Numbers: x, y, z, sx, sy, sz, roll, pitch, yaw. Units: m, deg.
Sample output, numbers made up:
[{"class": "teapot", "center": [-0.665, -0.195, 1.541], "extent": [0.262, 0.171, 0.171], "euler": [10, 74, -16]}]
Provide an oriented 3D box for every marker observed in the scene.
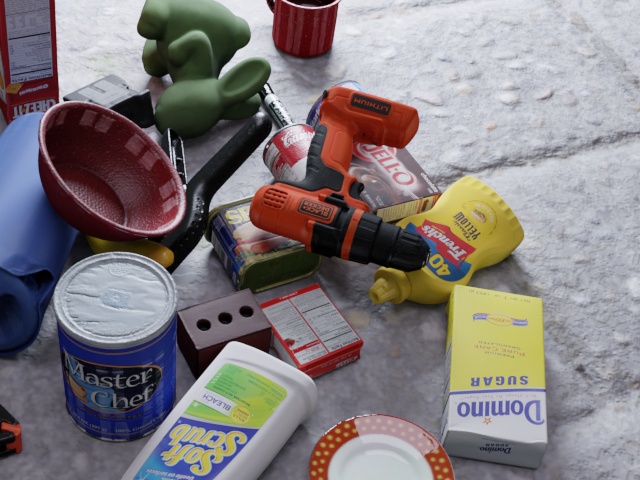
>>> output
[{"class": "marker", "center": [-0.047, -0.150, 1.275], "extent": [0.020, 0.020, 0.121], "euler": [-15, 50, -22]}]

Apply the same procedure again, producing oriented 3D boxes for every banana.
[{"class": "banana", "center": [-0.202, -0.008, 1.074], "extent": [0.070, 0.037, 0.198], "euler": [-48, 37, 6]}]

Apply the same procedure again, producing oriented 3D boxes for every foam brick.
[{"class": "foam brick", "center": [-0.092, 0.090, 1.013], "extent": [0.078, 0.051, 0.053], "euler": [-17, 51, -23]}]

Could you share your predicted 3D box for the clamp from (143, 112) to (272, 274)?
[{"class": "clamp", "center": [-0.133, -0.044, 1.093], "extent": [0.165, 0.036, 0.210], "euler": [-11, 51, 41]}]

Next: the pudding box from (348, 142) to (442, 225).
[{"class": "pudding box", "center": [0.069, -0.066, 1.195], "extent": [0.089, 0.039, 0.113], "euler": [-15, 50, -23]}]

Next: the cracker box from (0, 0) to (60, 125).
[{"class": "cracker box", "center": [-0.350, -0.263, 1.208], "extent": [0.072, 0.214, 0.164], "euler": [-15, 50, -24]}]

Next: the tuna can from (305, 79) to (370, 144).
[{"class": "tuna can", "center": [0.026, -0.140, 1.229], "extent": [0.086, 0.086, 0.034], "euler": [-27, 57, -29]}]

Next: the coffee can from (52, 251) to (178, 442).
[{"class": "coffee can", "center": [-0.177, 0.095, 0.934], "extent": [0.102, 0.140, 0.103], "euler": [4, 46, -4]}]

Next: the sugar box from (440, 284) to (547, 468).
[{"class": "sugar box", "center": [0.166, 0.126, 1.017], "extent": [0.093, 0.048, 0.176], "euler": [8, 44, 0]}]

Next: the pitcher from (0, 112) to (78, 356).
[{"class": "pitcher", "center": [-0.309, -0.014, 1.042], "extent": [0.149, 0.145, 0.242], "euler": [21, 41, -8]}]

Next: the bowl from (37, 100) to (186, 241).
[{"class": "bowl", "center": [-0.208, -0.054, 1.010], "extent": [0.162, 0.055, 0.162], "euler": [32, 33, -24]}]

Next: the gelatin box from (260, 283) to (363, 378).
[{"class": "gelatin box", "center": [-0.012, 0.090, 1.038], "extent": [0.073, 0.030, 0.089], "euler": [-20, 52, -26]}]

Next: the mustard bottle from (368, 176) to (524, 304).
[{"class": "mustard bottle", "center": [0.121, 0.012, 1.111], "extent": [0.191, 0.058, 0.096], "euler": [-33, 77, -32]}]

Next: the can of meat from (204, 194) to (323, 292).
[{"class": "can of meat", "center": [-0.057, 0.001, 1.101], "extent": [0.102, 0.057, 0.084], "euler": [-17, 53, -23]}]

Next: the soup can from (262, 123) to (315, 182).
[{"class": "soup can", "center": [-0.012, -0.071, 1.169], "extent": [0.068, 0.068, 0.102], "euler": [-17, 51, -23]}]

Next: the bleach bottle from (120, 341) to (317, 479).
[{"class": "bleach bottle", "center": [-0.105, 0.201, 0.897], "extent": [0.103, 0.068, 0.250], "euler": [25, 50, 16]}]

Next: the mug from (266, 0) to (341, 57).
[{"class": "mug", "center": [-0.029, -0.296, 1.376], "extent": [0.117, 0.081, 0.093], "euler": [35, 51, 24]}]

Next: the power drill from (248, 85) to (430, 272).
[{"class": "power drill", "center": [0.040, -0.063, 1.084], "extent": [0.184, 0.057, 0.187], "euler": [18, 56, 7]}]
